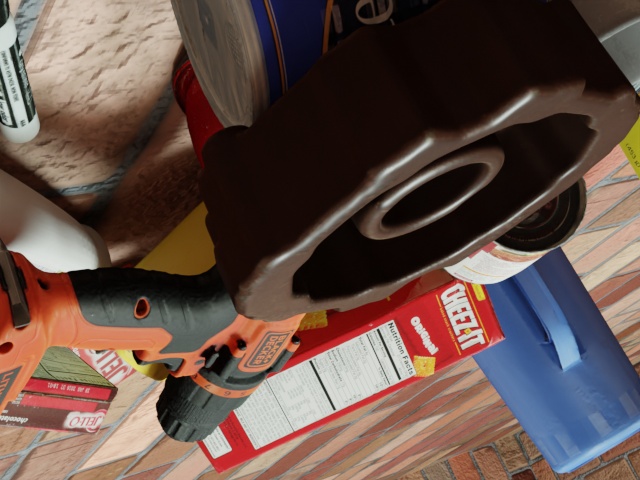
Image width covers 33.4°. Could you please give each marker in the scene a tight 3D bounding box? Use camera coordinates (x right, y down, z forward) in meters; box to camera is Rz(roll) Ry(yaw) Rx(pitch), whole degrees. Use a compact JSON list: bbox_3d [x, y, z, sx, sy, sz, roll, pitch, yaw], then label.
[{"bbox_3d":[-0.137,-0.078,0.459,0.020,0.020,0.121,-20,161,-15],"label":"marker"}]

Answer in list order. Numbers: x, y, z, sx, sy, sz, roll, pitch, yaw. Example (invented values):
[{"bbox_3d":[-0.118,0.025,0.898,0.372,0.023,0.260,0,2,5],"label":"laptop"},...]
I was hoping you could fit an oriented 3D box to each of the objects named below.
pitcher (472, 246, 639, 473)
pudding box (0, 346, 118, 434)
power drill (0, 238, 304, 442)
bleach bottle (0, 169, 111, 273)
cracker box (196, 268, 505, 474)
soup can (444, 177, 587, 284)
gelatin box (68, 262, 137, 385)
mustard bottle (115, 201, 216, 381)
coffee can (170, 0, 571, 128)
[{"bbox_3d":[0.193,0.080,0.961,0.148,0.243,0.145,-13,156,-48],"label":"pitcher"},{"bbox_3d":[-0.191,0.073,0.647,0.089,0.114,0.039,24,97,-55],"label":"pudding box"},{"bbox_3d":[-0.102,0.057,0.555,0.187,0.057,0.185,-3,141,-37],"label":"power drill"},{"bbox_3d":[-0.185,0.012,0.582,0.102,0.068,0.250,-26,164,4],"label":"bleach bottle"},{"bbox_3d":[-0.003,0.047,0.754,0.213,0.164,0.072,-26,122,0],"label":"cracker box"},{"bbox_3d":[0.105,-0.015,0.620,0.068,0.068,0.102,-22,171,-11],"label":"soup can"},{"bbox_3d":[-0.152,0.069,0.761,0.073,0.030,0.089,-33,147,-25],"label":"gelatin box"},{"bbox_3d":[-0.055,0.000,0.666,0.191,0.058,0.096,-45,162,-5],"label":"mustard bottle"},{"bbox_3d":[0.016,-0.110,0.437,0.140,0.103,0.103,-20,161,-15],"label":"coffee can"}]
